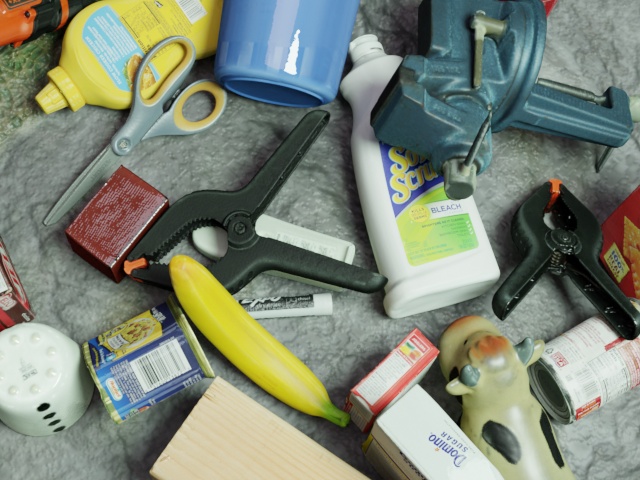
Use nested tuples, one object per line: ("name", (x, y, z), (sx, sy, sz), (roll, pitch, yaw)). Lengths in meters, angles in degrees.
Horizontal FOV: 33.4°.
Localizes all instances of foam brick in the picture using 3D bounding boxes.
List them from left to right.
("foam brick", (-0.170, -0.012, 0.903), (0.051, 0.053, 0.078), (35, 72, 8))

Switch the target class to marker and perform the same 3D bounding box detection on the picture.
("marker", (-0.051, 0.058, 0.904), (0.121, 0.020, 0.020), (-3, 72, -5))

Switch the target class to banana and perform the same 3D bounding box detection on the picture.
("banana", (-0.055, 0.079, 0.853), (0.197, 0.070, 0.037), (44, 60, -19))

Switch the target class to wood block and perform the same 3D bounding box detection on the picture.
("wood block", (-0.020, 0.205, 0.821), (0.206, 0.090, 0.090), (33, 72, 8))

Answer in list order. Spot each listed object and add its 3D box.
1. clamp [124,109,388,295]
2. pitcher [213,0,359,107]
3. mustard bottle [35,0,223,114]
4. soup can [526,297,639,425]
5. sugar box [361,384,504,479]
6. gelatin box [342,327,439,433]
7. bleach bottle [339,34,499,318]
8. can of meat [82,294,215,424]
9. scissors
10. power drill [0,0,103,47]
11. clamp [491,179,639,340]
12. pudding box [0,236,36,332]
("clamp", (-0.056, 0.001, 0.881), (0.210, 0.036, 0.164), (-25, 74, -2))
("pitcher", (-0.013, -0.242, 0.931), (0.149, 0.145, 0.243), (12, 86, -19))
("mustard bottle", (-0.170, -0.173, 0.950), (0.191, 0.058, 0.096), (-37, 99, -14))
("soup can", (0.229, 0.100, 0.883), (0.102, 0.068, 0.068), (-27, 76, -11))
("sugar box", (0.079, 0.166, 0.794), (0.048, 0.176, 0.093), (-40, 78, -15))
("gelatin box", (0.055, 0.114, 0.856), (0.073, 0.089, 0.030), (-42, 78, -15))
("bleach bottle", (0.068, -0.065, 0.930), (0.102, 0.068, 0.251), (-14, 71, -15))
("can of meat", (-0.138, 0.093, 0.845), (0.084, 0.102, 0.057), (-27, 106, -9))
("scissors", (-0.155, -0.083, 0.940), (0.096, 0.016, 0.202), (27, 94, -30))
("power drill", (-0.293, -0.256, 0.933), (0.187, 0.057, 0.184), (49, 44, 4))
("clamp", (0.190, 0.013, 0.888), (0.120, 0.039, 0.171), (7, 41, -13))
("pudding box", (-0.276, 0.012, 0.868), (0.039, 0.090, 0.113), (-27, 75, -11))
